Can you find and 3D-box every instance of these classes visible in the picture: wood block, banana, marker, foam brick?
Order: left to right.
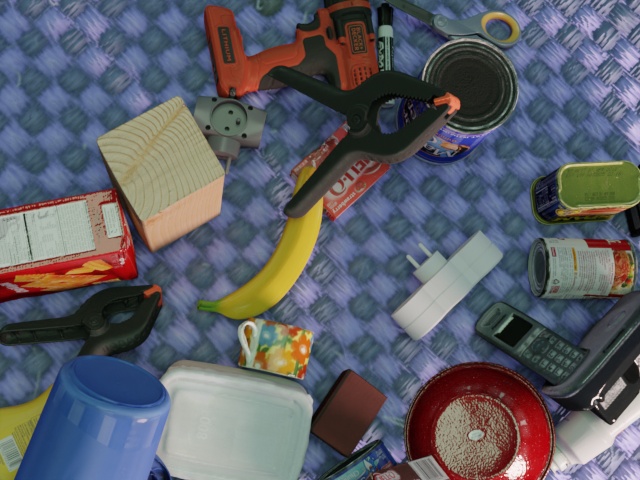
[{"bbox_3d":[-0.157,-0.060,1.071,0.090,0.206,0.090,-30,85,-10],"label":"wood block"},{"bbox_3d":[-0.047,0.015,1.146,0.069,0.037,0.198,39,87,-23],"label":"banana"},{"bbox_3d":[0.027,0.183,1.132,0.051,0.053,0.078,34,80,0],"label":"foam brick"},{"bbox_3d":[0.074,-0.212,1.217,0.020,0.020,0.121,1,81,-7],"label":"marker"}]

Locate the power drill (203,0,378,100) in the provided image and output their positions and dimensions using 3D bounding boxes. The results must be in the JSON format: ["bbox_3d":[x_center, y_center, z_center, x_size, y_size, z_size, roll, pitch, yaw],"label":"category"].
[{"bbox_3d":[-0.032,-0.234,1.188,0.187,0.057,0.184,-9,82,-8],"label":"power drill"}]

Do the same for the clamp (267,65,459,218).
[{"bbox_3d":[0.037,-0.128,1.092,0.210,0.036,0.164,-18,79,25],"label":"clamp"}]

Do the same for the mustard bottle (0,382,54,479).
[{"bbox_3d":[-0.257,0.190,1.095,0.191,0.058,0.096,-25,86,-9],"label":"mustard bottle"}]

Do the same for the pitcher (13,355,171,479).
[{"bbox_3d":[-0.221,0.237,1.017,0.145,0.149,0.243,24,105,5],"label":"pitcher"}]

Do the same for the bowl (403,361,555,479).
[{"bbox_3d":[0.164,0.206,1.119,0.162,0.055,0.162,-2,80,12],"label":"bowl"}]

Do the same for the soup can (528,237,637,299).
[{"bbox_3d":[0.288,0.031,1.178,0.102,0.068,0.068,1,81,-6],"label":"soup can"}]

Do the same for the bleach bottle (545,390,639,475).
[{"bbox_3d":[0.340,0.163,1.158,0.251,0.102,0.068,-39,77,-2],"label":"bleach bottle"}]

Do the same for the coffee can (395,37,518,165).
[{"bbox_3d":[0.144,-0.147,1.152,0.102,0.140,0.103,1,81,-7],"label":"coffee can"}]

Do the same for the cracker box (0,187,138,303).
[{"bbox_3d":[-0.295,0.017,1.065,0.213,0.164,0.072,-12,81,-9],"label":"cracker box"}]

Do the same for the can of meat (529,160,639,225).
[{"bbox_3d":[0.295,-0.054,1.184,0.102,0.084,0.057,-4,81,-7],"label":"can of meat"}]

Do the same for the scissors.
[{"bbox_3d":[0.151,-0.257,1.218,0.201,0.016,0.096,39,72,-10],"label":"scissors"}]

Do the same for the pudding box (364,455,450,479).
[{"bbox_3d":[0.068,0.266,1.066,0.039,0.113,0.090,48,118,30],"label":"pudding box"}]

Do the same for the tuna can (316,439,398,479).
[{"bbox_3d":[0.037,0.243,1.107,0.086,0.086,0.034,-33,85,-10],"label":"tuna can"}]

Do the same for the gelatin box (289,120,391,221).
[{"bbox_3d":[0.022,-0.077,1.184,0.089,0.030,0.073,-42,88,-11],"label":"gelatin box"}]

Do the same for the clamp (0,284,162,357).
[{"bbox_3d":[-0.244,0.092,1.106,0.120,0.039,0.171,37,52,19],"label":"clamp"}]
